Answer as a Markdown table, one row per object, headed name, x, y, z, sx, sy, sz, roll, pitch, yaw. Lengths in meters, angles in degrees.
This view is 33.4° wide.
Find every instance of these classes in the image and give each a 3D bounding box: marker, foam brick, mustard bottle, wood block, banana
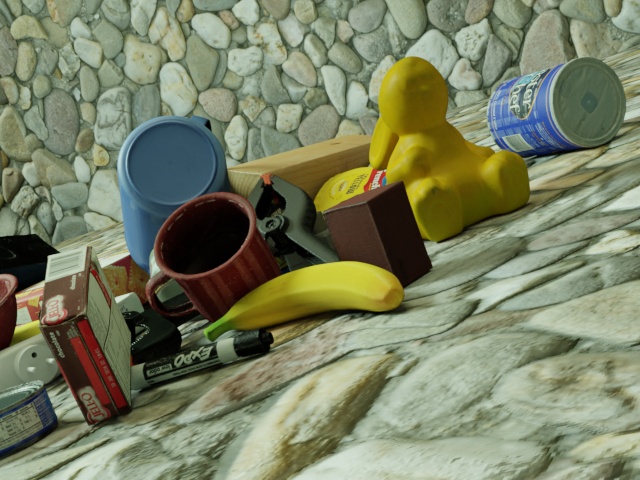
| name | x | y | z | sx | sy | sz | roll | pitch | yaw |
| --- | --- | --- | --- | --- | --- | --- | --- | --- | --- |
| marker | -0.091 | 0.089 | 0.805 | 0.121 | 0.020 | 0.020 | -18 | 7 | 18 |
| foam brick | 0.046 | 0.000 | 0.863 | 0.051 | 0.078 | 0.052 | -12 | 11 | 43 |
| mustard bottle | 0.077 | -0.052 | 1.198 | 0.192 | 0.058 | 0.096 | -11 | 35 | 47 |
| wood block | -0.010 | -0.066 | 1.318 | 0.205 | 0.090 | 0.091 | -19 | 18 | -35 |
| banana | -0.003 | 0.047 | 0.835 | 0.198 | 0.037 | 0.069 | -17 | 30 | 40 |

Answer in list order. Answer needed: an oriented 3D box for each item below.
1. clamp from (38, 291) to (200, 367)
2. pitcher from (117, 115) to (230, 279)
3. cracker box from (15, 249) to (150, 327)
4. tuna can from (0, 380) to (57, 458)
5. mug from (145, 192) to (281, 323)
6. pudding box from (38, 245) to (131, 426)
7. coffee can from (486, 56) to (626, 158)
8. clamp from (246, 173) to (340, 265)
| name | x | y | z | sx | sy | sz | roll | pitch | yaw |
| --- | --- | --- | --- | --- | --- | --- | --- | --- | --- |
| clamp | -0.161 | 0.080 | 0.941 | 0.164 | 0.036 | 0.210 | -9 | 14 | -15 |
| pitcher | -0.154 | -0.054 | 1.161 | 0.145 | 0.149 | 0.243 | -27 | -11 | -12 |
| cracker box | -0.287 | 0.070 | 1.286 | 0.164 | 0.072 | 0.213 | -16 | 7 | 29 |
| tuna can | -0.242 | 0.138 | 0.801 | 0.086 | 0.034 | 0.086 | -20 | 7 | 2 |
| mug | -0.093 | 0.026 | 0.912 | 0.117 | 0.081 | 0.093 | -34 | 46 | -6 |
| pudding box | -0.171 | 0.067 | 0.788 | 0.039 | 0.090 | 0.113 | -17 | 27 | 0 |
| coffee can | 0.278 | -0.155 | 1.272 | 0.102 | 0.103 | 0.140 | -23 | 7 | -21 |
| clamp | -0.029 | -0.002 | 0.991 | 0.120 | 0.039 | 0.171 | -9 | 47 | 10 |
